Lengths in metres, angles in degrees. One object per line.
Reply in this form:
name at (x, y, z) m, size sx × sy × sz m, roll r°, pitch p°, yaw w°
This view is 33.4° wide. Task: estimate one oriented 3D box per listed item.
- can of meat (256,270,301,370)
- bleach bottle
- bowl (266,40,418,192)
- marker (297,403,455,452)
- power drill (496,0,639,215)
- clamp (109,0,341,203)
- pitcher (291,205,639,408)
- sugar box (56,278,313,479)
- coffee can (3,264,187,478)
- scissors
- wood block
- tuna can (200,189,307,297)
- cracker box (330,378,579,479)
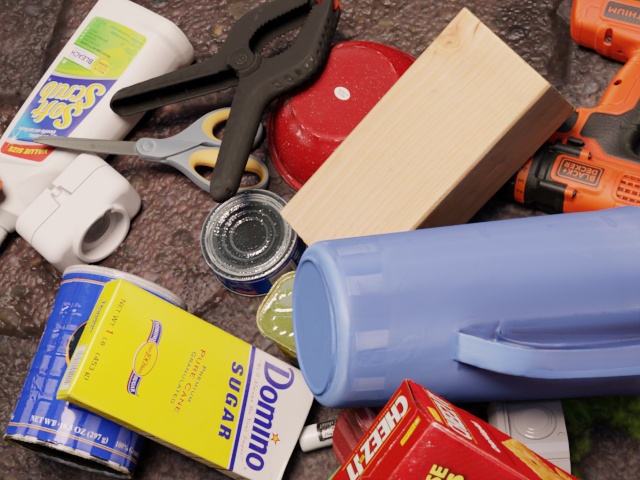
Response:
can of meat at (0.011, 0.077, 0.808) m, size 0.102 × 0.084 × 0.057 m, roll 27°, pitch 75°, yaw 23°
bleach bottle at (-0.223, -0.098, 0.956) m, size 0.103 × 0.068 × 0.250 m, roll 28°, pitch 78°, yaw 23°
bowl at (0.026, -0.112, 0.906) m, size 0.162 × 0.055 × 0.162 m, roll -5°, pitch 65°, yaw 12°
marker at (0.043, 0.137, 0.810) m, size 0.121 × 0.020 × 0.020 m, roll -15°, pitch 64°, yaw 6°
power drill at (0.208, -0.108, 0.861) m, size 0.185 × 0.057 × 0.187 m, roll 20°, pitch 74°, yaw 20°
clamp at (-0.058, -0.131, 0.887) m, size 0.210 × 0.036 × 0.165 m, roll -38°, pitch 56°, yaw -5°
pitcher at (0.113, 0.050, 0.702) m, size 0.242 × 0.149 × 0.145 m, roll -3°, pitch 62°, yaw -17°
sugar box at (-0.094, 0.108, 0.784) m, size 0.176 × 0.048 × 0.093 m, roll 28°, pitch 71°, yaw -19°
coffee can at (-0.173, 0.102, 0.831) m, size 0.103 × 0.102 × 0.140 m, roll 10°, pitch 69°, yaw 17°
scissors at (-0.136, -0.092, 0.928) m, size 0.202 × 0.016 × 0.096 m, roll 18°, pitch 61°, yaw 2°
wood block at (0.081, -0.060, 0.809) m, size 0.206 × 0.090 × 0.091 m, roll -48°, pitch 67°, yaw 14°
tuna can at (-0.056, 0.001, 0.886) m, size 0.086 × 0.033 × 0.086 m, roll -5°, pitch 65°, yaw 11°
cracker box at (0.095, 0.206, 0.648) m, size 0.213 × 0.072 × 0.164 m, roll 32°, pitch 99°, yaw -18°
